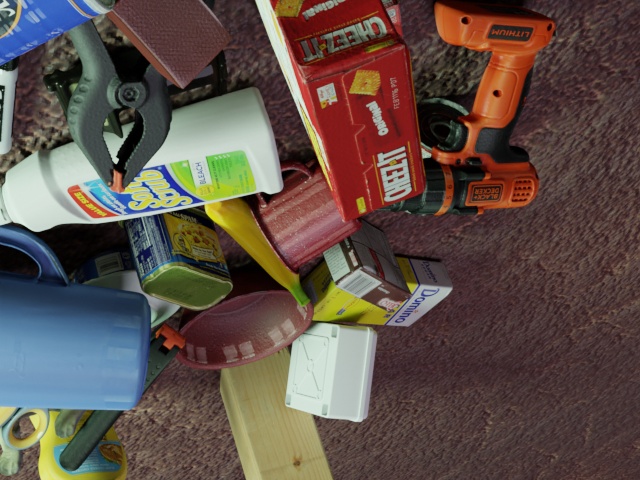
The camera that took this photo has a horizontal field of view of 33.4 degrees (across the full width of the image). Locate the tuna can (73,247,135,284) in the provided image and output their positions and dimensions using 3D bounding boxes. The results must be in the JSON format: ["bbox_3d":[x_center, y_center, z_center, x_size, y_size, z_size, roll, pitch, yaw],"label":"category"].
[{"bbox_3d":[-0.204,0.044,1.076,0.086,0.034,0.086,-15,149,-10],"label":"tuna can"}]

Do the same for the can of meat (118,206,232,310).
[{"bbox_3d":[-0.136,0.013,1.019,0.058,0.084,0.101,-36,147,23],"label":"can of meat"}]

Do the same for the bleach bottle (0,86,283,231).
[{"bbox_3d":[-0.163,-0.055,0.918,0.250,0.068,0.102,-16,148,-4],"label":"bleach bottle"}]

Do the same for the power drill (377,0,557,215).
[{"bbox_3d":[0.122,-0.111,0.930,0.184,0.057,0.188,-4,117,-27],"label":"power drill"}]

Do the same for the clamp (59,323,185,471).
[{"bbox_3d":[-0.196,0.140,1.132,0.036,0.164,0.210,36,128,-10],"label":"clamp"}]

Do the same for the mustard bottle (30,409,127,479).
[{"bbox_3d":[-0.267,0.237,1.190,0.096,0.192,0.058,4,141,-36],"label":"mustard bottle"}]

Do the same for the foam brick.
[{"bbox_3d":[-0.110,-0.155,0.742,0.053,0.051,0.078,-45,123,-5],"label":"foam brick"}]

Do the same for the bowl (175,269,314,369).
[{"bbox_3d":[-0.091,0.080,1.181,0.162,0.055,0.162,-15,149,-10],"label":"bowl"}]

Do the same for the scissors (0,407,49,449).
[{"bbox_3d":[-0.262,0.135,1.045,0.202,0.016,0.096,-38,131,-1],"label":"scissors"}]

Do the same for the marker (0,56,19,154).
[{"bbox_3d":[-0.243,-0.112,0.819,0.020,0.020,0.121,-6,146,-25],"label":"marker"}]

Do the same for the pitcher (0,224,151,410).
[{"bbox_3d":[-0.276,0.077,0.944,0.242,0.145,0.149,7,145,-14],"label":"pitcher"}]

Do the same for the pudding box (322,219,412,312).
[{"bbox_3d":[0.044,0.019,1.134,0.039,0.090,0.113,-34,147,18],"label":"pudding box"}]

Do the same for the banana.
[{"bbox_3d":[-0.065,-0.006,1.051,0.037,0.070,0.197,-45,138,-2],"label":"banana"}]

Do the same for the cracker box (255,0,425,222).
[{"bbox_3d":[0.002,-0.146,0.722,0.072,0.214,0.164,-21,150,-1],"label":"cracker box"}]

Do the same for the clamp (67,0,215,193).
[{"bbox_3d":[-0.154,-0.121,0.789,0.120,0.039,0.171,11,108,-24],"label":"clamp"}]

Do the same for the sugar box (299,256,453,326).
[{"bbox_3d":[0.064,0.059,1.253,0.175,0.048,0.093,9,140,-38],"label":"sugar box"}]

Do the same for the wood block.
[{"bbox_3d":[-0.054,0.247,1.322,0.090,0.206,0.090,-11,148,-15],"label":"wood block"}]

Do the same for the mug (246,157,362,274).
[{"bbox_3d":[-0.019,-0.034,1.021,0.081,0.093,0.117,-31,130,8],"label":"mug"}]
